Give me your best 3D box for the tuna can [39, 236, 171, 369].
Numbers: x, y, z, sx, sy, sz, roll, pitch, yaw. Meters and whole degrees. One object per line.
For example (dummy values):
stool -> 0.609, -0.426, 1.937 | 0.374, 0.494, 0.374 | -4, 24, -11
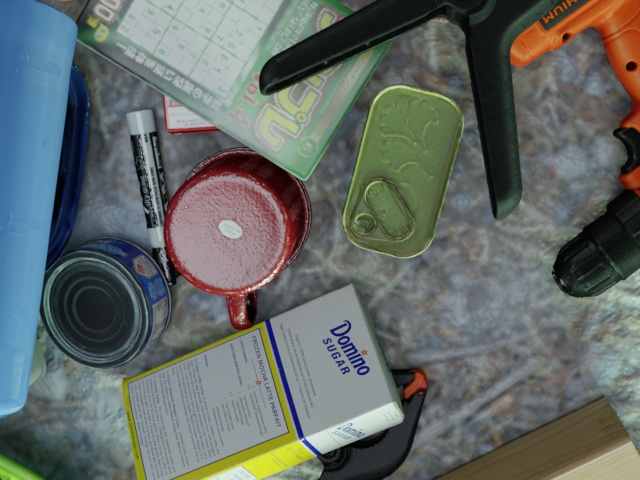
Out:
tuna can -> -0.146, 0.043, 0.720 | 0.086, 0.033, 0.086 | 5, 105, 18

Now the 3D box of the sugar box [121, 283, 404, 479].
sugar box -> -0.040, 0.106, 0.708 | 0.176, 0.048, 0.093 | -21, 58, 6

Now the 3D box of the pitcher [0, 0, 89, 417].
pitcher -> -0.213, -0.020, 0.635 | 0.149, 0.145, 0.243 | 5, 86, -17

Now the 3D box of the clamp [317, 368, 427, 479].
clamp -> 0.008, 0.153, 0.734 | 0.171, 0.039, 0.120 | -29, 94, 9

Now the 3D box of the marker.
marker -> -0.112, -0.028, 0.723 | 0.020, 0.020, 0.121 | -8, 99, 5

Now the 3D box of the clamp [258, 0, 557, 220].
clamp -> 0.070, -0.136, 0.609 | 0.164, 0.036, 0.210 | 22, 89, 1

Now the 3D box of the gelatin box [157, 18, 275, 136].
gelatin box -> -0.067, -0.116, 0.700 | 0.073, 0.030, 0.089 | -4, 99, 3

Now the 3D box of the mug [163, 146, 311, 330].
mug -> -0.055, 0.001, 0.692 | 0.093, 0.081, 0.117 | 0, 100, 4

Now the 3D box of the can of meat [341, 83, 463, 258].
can of meat -> 0.051, -0.047, 0.675 | 0.057, 0.084, 0.102 | 14, 100, 1
